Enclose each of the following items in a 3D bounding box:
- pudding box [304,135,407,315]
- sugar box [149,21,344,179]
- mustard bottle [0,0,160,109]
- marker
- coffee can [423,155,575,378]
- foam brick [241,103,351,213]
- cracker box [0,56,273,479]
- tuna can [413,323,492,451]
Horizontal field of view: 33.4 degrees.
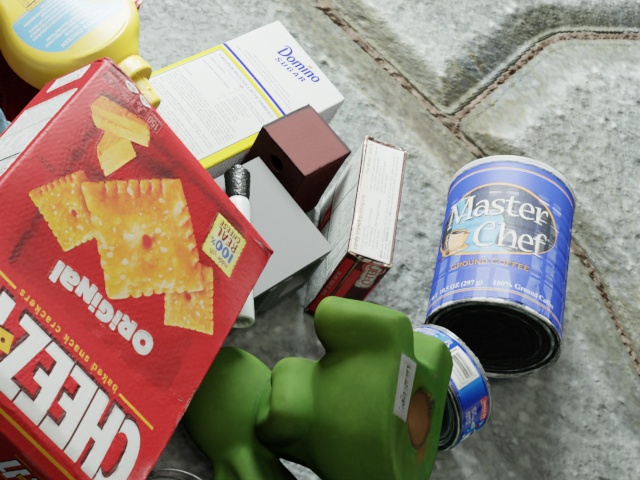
[{"bbox_3d":[0.026,-0.007,0.794,0.039,0.090,0.113,18,54,-14],"label":"pudding box"},{"bbox_3d":[-0.074,-0.103,0.837,0.175,0.048,0.093,-29,75,-40],"label":"sugar box"},{"bbox_3d":[-0.183,-0.156,0.736,0.191,0.058,0.096,44,61,5],"label":"mustard bottle"},{"bbox_3d":[-0.055,0.001,0.714,0.020,0.020,0.121,9,57,-20],"label":"marker"},{"bbox_3d":[0.140,0.020,0.822,0.102,0.103,0.140,23,53,-11],"label":"coffee can"},{"bbox_3d":[-0.023,-0.055,0.809,0.051,0.078,0.053,-32,75,-36],"label":"foam brick"},{"bbox_3d":[-0.131,0.027,0.584,0.164,0.072,0.213,52,43,-25],"label":"cracker box"},{"bbox_3d":[0.078,0.104,0.751,0.033,0.086,0.086,-27,74,-34],"label":"tuna can"}]
